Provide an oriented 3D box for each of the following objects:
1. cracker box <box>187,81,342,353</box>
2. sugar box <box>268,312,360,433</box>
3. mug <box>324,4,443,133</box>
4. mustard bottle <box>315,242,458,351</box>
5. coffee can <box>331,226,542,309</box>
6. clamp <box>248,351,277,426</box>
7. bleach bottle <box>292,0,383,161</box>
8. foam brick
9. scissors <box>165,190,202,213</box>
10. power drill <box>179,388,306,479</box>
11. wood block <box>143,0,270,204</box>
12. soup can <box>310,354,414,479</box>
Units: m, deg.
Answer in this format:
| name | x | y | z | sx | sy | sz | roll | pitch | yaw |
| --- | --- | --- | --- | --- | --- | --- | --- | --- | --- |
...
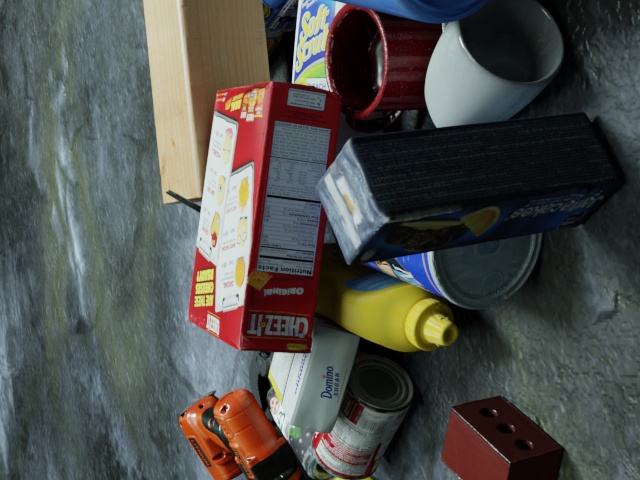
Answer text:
| name | x | y | z | sx | sy | sz | roll | pitch | yaw |
| --- | --- | --- | --- | --- | --- | --- | --- | --- | --- |
| cracker box | -0.050 | -0.022 | 0.909 | 0.164 | 0.072 | 0.214 | -167 | 84 | -69 |
| sugar box | -0.008 | 0.109 | 0.988 | 0.176 | 0.048 | 0.093 | -145 | 71 | -77 |
| mug | 0.058 | -0.137 | 0.873 | 0.093 | 0.081 | 0.117 | 55 | 139 | 39 |
| mustard bottle | 0.051 | 0.051 | 0.905 | 0.192 | 0.096 | 0.058 | 24 | 113 | 56 |
| coffee can | 0.086 | -0.014 | 0.827 | 0.140 | 0.102 | 0.103 | 22 | 114 | 57 |
| clamp | -0.045 | 0.127 | 1.140 | 0.120 | 0.039 | 0.171 | 24 | 122 | 61 |
| bleach bottle | 0.013 | -0.196 | 0.960 | 0.103 | 0.067 | 0.251 | 11 | 102 | 59 |
| foam brick | 0.138 | 0.165 | 0.822 | 0.078 | 0.052 | 0.051 | 40 | 129 | 49 |
| scissors | -0.057 | 0.001 | 1.020 | 0.096 | 0.201 | 0.016 | 21 | 82 | 34 |
| power drill | -0.078 | 0.240 | 1.171 | 0.184 | 0.057 | 0.188 | 62 | 155 | -9 |
| wood block | -0.105 | -0.143 | 1.029 | 0.090 | 0.090 | 0.206 | -5 | 91 | 60 |
| soup can | 0.038 | 0.162 | 0.976 | 0.068 | 0.068 | 0.102 | 58 | 141 | 37 |
